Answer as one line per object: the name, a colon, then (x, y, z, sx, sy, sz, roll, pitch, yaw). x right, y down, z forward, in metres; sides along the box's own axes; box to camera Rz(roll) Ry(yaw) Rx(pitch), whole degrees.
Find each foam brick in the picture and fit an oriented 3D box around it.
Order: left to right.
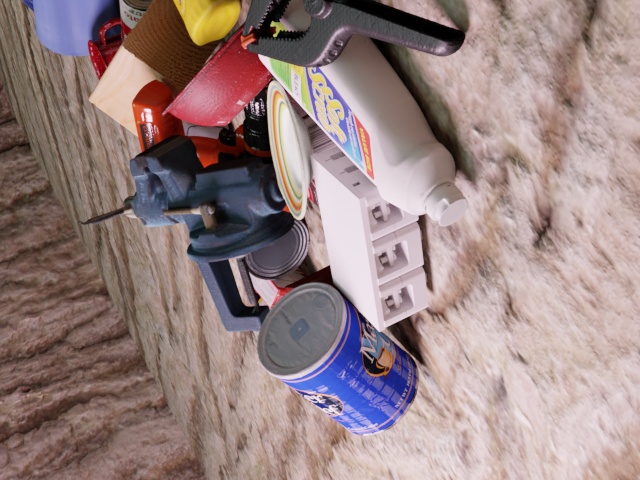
foam brick: (0.011, 0.056, 1.136, 0.053, 0.078, 0.051, 65, 162, -6)

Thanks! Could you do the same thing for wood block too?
wood block: (-0.207, -0.210, 1.310, 0.090, 0.090, 0.206, 36, 159, -13)

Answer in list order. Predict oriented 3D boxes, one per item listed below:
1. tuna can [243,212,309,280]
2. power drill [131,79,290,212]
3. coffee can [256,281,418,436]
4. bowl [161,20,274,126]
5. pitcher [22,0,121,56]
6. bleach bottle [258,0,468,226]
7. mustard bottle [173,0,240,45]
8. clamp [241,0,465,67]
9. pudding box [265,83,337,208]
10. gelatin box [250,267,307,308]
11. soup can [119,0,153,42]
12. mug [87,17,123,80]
tuna can: (-0.058, 0.002, 1.251, 0.034, 0.086, 0.086, 46, 154, 52)
power drill: (-0.116, -0.118, 1.181, 0.188, 0.057, 0.184, 19, 137, 23)
coffee can: (0.019, 0.120, 1.064, 0.140, 0.103, 0.103, 42, -179, -39)
bowl: (-0.081, -0.163, 1.034, 0.055, 0.162, 0.162, 43, 165, -10)
pitcher: (-0.375, -0.404, 1.561, 0.243, 0.149, 0.145, 95, 159, -52)
bleach bottle: (0.036, -0.112, 0.874, 0.251, 0.068, 0.103, 52, 156, 30)
mustard bottle: (-0.153, -0.315, 1.160, 0.192, 0.058, 0.096, 63, 161, 10)
clamp: (0.005, -0.197, 0.801, 0.210, 0.036, 0.164, -9, 102, 49)
pudding box: (-0.010, -0.094, 1.065, 0.090, 0.039, 0.113, 43, 152, 52)
gelatin box: (-0.044, 0.056, 1.301, 0.089, 0.073, 0.030, 44, 115, 50)
soup can: (-0.225, -0.295, 1.377, 0.068, 0.068, 0.102, 60, 162, 17)
mug: (-0.288, -0.274, 1.565, 0.093, 0.081, 0.117, 48, 155, 45)
